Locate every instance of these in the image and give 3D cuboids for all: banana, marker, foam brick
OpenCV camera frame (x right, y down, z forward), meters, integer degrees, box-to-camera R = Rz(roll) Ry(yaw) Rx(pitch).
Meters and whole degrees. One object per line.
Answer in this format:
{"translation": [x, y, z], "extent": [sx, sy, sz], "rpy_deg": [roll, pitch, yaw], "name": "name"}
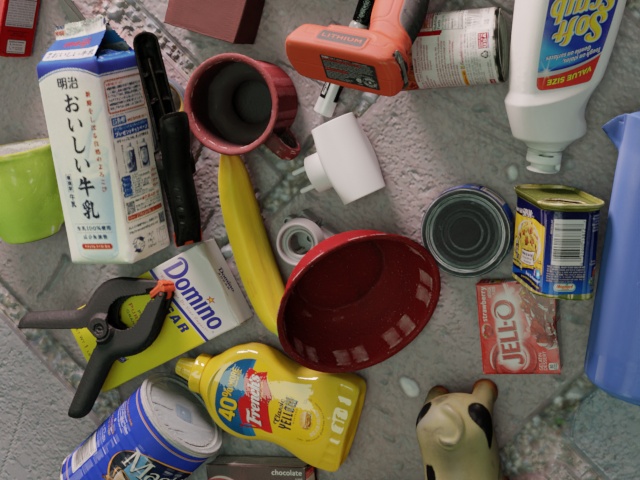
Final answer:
{"translation": [-0.062, 0.008, 1.043], "extent": [0.037, 0.070, 0.198], "rpy_deg": [-18, 87, -24], "name": "banana"}
{"translation": [0.025, -0.175, 1.006], "extent": [0.020, 0.020, 0.121], "rpy_deg": [27, 106, 12], "name": "marker"}
{"translation": [-0.100, -0.222, 1.020], "extent": [0.078, 0.053, 0.051], "rpy_deg": [19, 104, 15], "name": "foam brick"}

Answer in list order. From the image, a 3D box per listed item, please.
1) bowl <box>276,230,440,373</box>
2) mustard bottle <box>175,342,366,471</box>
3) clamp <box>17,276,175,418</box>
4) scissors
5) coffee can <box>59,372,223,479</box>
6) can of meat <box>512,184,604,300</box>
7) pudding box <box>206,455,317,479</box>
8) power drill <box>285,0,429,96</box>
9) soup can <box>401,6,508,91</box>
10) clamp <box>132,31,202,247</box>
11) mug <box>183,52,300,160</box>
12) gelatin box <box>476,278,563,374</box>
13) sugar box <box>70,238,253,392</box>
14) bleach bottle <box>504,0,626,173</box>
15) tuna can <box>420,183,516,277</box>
{"translation": [0.028, 0.046, 0.998], "extent": [0.162, 0.055, 0.162], "rpy_deg": [-12, 129, -15], "name": "bowl"}
{"translation": [-0.056, 0.155, 1.066], "extent": [0.192, 0.058, 0.096], "rpy_deg": [18, 104, 14], "name": "mustard bottle"}
{"translation": [-0.213, 0.099, 1.066], "extent": [0.172, 0.039, 0.120], "rpy_deg": [-26, 89, 18], "name": "clamp"}
{"translation": [-0.196, -0.182, 1.075], "extent": [0.096, 0.016, 0.202], "rpy_deg": [-20, 94, 21], "name": "scissors"}
{"translation": [-0.183, 0.218, 1.093], "extent": [0.140, 0.102, 0.103], "rpy_deg": [-44, 85, 19], "name": "coffee can"}
{"translation": [0.203, 0.000, 0.928], "extent": [0.057, 0.102, 0.084], "rpy_deg": [0, 102, -7], "name": "can of meat"}
{"translation": [-0.058, 0.269, 1.096], "extent": [0.114, 0.039, 0.090], "rpy_deg": [-3, 98, 18], "name": "pudding box"}
{"translation": [0.041, -0.225, 0.930], "extent": [0.185, 0.057, 0.187], "rpy_deg": [17, 69, 23], "name": "power drill"}
{"translation": [0.113, -0.170, 0.954], "extent": [0.102, 0.068, 0.068], "rpy_deg": [-2, 98, 17], "name": "soup can"}
{"translation": [-0.143, -0.086, 1.024], "extent": [0.036, 0.164, 0.210], "rpy_deg": [-13, 137, -10], "name": "clamp"}
{"translation": [-0.062, -0.122, 1.009], "extent": [0.117, 0.081, 0.093], "rpy_deg": [44, 108, 6], "name": "mug"}
{"translation": [0.185, 0.080, 0.992], "extent": [0.073, 0.030, 0.089], "rpy_deg": [-2, 98, 18], "name": "gelatin box"}
{"translation": [-0.167, 0.078, 1.095], "extent": [0.176, 0.048, 0.093], "rpy_deg": [-28, 90, 21], "name": "sugar box"}
{"translation": [0.216, -0.182, 0.918], "extent": [0.102, 0.068, 0.251], "rpy_deg": [0, 107, -15], "name": "bleach bottle"}
{"translation": [0.137, -0.009, 0.991], "extent": [0.086, 0.033, 0.086], "rpy_deg": [3, 100, 17], "name": "tuna can"}
